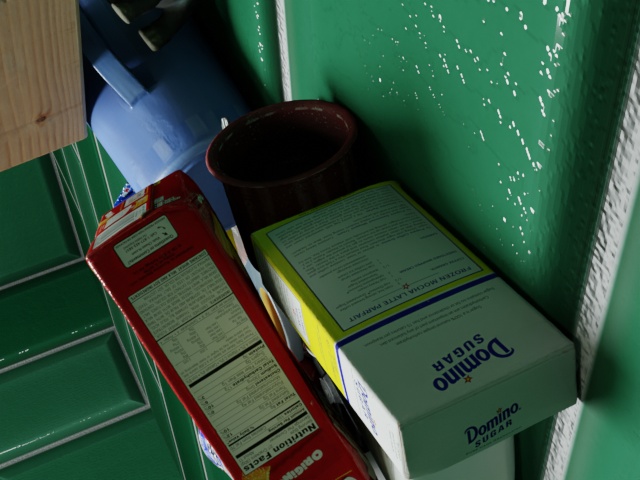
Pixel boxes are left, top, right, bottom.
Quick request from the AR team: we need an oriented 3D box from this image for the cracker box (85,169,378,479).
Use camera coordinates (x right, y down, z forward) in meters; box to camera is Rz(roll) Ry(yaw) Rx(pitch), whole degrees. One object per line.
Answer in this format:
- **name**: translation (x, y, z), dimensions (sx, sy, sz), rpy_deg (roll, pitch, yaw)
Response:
- **cracker box**: translation (-0.053, 0.067, 0.649), dimensions (0.213, 0.072, 0.164), rpy_deg (58, 177, -12)

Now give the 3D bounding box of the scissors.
- **scissors**: translation (-0.055, 0.001, 0.822), dimensions (0.096, 0.016, 0.202), rpy_deg (15, 125, 67)

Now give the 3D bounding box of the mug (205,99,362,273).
- **mug**: translation (-0.015, -0.035, 0.665), dimensions (0.117, 0.093, 0.081), rpy_deg (-89, -14, -53)

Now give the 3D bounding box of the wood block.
- **wood block**: translation (-0.233, -0.149, 0.785), dimensions (0.090, 0.090, 0.206), rpy_deg (57, 157, 19)

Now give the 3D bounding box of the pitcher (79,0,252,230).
- **pitcher**: translation (-0.139, -0.121, 0.875), dimensions (0.243, 0.149, 0.145), rpy_deg (54, 142, 35)

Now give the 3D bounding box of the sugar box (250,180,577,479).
- **sugar box**: translation (0.040, 0.037, 0.540), dimensions (0.176, 0.093, 0.048), rpy_deg (-129, 21, -50)
